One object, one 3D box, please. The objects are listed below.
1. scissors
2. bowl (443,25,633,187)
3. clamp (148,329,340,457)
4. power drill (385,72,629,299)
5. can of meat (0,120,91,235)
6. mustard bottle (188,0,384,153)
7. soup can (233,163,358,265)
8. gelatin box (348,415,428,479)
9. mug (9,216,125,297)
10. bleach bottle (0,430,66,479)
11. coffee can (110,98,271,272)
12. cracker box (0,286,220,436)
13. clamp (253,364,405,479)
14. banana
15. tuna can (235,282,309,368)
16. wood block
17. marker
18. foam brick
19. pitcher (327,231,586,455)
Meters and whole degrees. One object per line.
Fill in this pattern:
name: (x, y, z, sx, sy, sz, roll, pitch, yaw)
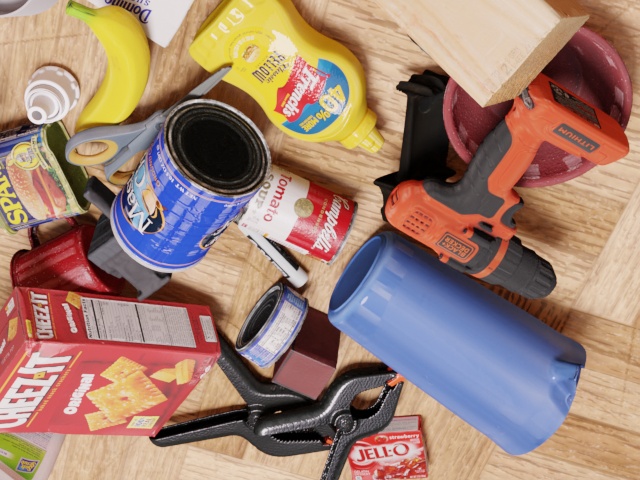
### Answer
scissors: (-0.165, -0.109, 0.971, 0.096, 0.016, 0.202, 9, 147, -29)
bowl: (0.189, -0.129, 0.942, 0.162, 0.055, 0.162, 3, 123, 4)
clamp: (-0.079, 0.196, 1.189, 0.210, 0.036, 0.165, 27, 113, -13)
power drill: (0.178, -0.041, 0.933, 0.184, 0.057, 0.188, 27, 122, -21)
can of meat: (-0.279, -0.063, 1.035, 0.084, 0.057, 0.102, -14, 120, 12)
mustard bottle: (-0.017, -0.143, 0.953, 0.191, 0.058, 0.096, 39, 120, -18)
soup can: (-0.024, -0.027, 1.023, 0.102, 0.068, 0.069, 24, 122, -10)
gelatin box: (0.074, 0.237, 1.207, 0.089, 0.030, 0.073, -6, 122, 9)
mug: (-0.256, 0.024, 1.078, 0.082, 0.093, 0.117, -26, 81, 15)
bleach bottle: (-0.323, 0.213, 1.101, 0.102, 0.250, 0.068, 25, 122, -10)
coffee can: (-0.121, -0.047, 0.976, 0.102, 0.102, 0.141, 30, 139, -13)
cracker box: (-0.231, 0.130, 1.077, 0.213, 0.072, 0.164, 9, 136, -37)
clamp: (0.014, 0.189, 1.155, 0.120, 0.039, 0.171, 37, 99, -21)
banana: (-0.187, -0.150, 0.951, 0.069, 0.037, 0.198, 7, 150, -6)
tuna can: (-0.050, 0.086, 1.089, 0.033, 0.086, 0.086, 35, 120, -14)
wood block: (0.096, -0.209, 0.827, 0.206, 0.090, 0.090, 47, 119, 11)
marker: (-0.057, 0.001, 1.074, 0.020, 0.020, 0.121, -33, 114, 24)
foam brick: (-0.014, 0.115, 1.110, 0.051, 0.078, 0.053, 23, 124, -10)
pitcher: (0.127, 0.101, 1.065, 0.242, 0.145, 0.149, 34, 108, -11)
